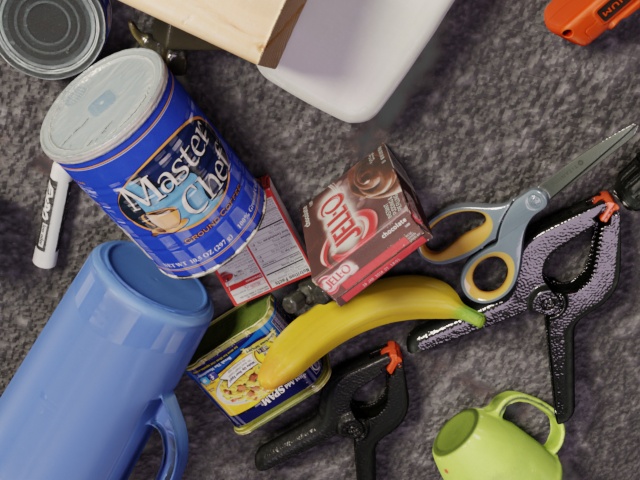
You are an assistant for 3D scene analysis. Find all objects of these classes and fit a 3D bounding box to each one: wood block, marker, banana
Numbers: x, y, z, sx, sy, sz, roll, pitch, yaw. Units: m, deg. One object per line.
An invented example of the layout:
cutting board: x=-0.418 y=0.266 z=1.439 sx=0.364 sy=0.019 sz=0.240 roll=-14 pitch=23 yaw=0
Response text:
wood block: x=-0.108 y=-0.193 z=0.677 sx=0.206 sy=0.090 sz=0.090 roll=25 pitch=99 yaw=2
marker: x=-0.207 y=-0.033 z=0.838 sx=0.020 sy=0.020 sz=0.121 roll=13 pitch=117 yaw=-12
banana: x=0.034 y=0.066 z=0.869 sx=0.197 sy=0.070 sz=0.037 roll=-16 pitch=125 yaw=-15

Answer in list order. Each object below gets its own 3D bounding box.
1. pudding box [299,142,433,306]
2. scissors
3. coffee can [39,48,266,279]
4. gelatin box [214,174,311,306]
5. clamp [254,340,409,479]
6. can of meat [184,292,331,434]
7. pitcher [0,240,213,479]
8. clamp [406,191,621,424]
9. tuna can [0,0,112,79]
pudding box: x=0.032 y=-0.014 z=0.814 sx=0.090 sy=0.113 sz=0.039 roll=-37 pitch=116 yaw=15
scissors: x=0.172 y=-0.013 z=0.844 sx=0.202 sy=0.016 sz=0.096 roll=-22 pitch=102 yaw=27
coffee can: x=-0.117 y=-0.053 z=0.770 sx=0.103 sy=0.103 sz=0.140 roll=-29 pitch=131 yaw=11
gelatin box: x=-0.056 y=0.001 z=0.864 sx=0.073 sy=0.030 sz=0.089 roll=-24 pitch=118 yaw=7
clamp: x=0.034 y=0.170 z=0.958 sx=0.120 sy=0.039 sz=0.172 roll=31 pitch=112 yaw=-21
can of meat: x=-0.056 y=0.102 z=0.904 sx=0.102 sy=0.057 sz=0.084 roll=-33 pitch=115 yaw=13
pitcher: x=-0.179 y=0.130 z=0.866 sx=0.149 sy=0.145 sz=0.243 roll=23 pitch=112 yaw=-25
clamp: x=0.179 y=0.047 z=0.904 sx=0.164 sy=0.036 sz=0.210 roll=19 pitch=113 yaw=-7
tuna can: x=-0.193 y=-0.159 z=0.762 sx=0.086 sy=0.034 sz=0.086 roll=-2 pitch=119 yaw=-4
